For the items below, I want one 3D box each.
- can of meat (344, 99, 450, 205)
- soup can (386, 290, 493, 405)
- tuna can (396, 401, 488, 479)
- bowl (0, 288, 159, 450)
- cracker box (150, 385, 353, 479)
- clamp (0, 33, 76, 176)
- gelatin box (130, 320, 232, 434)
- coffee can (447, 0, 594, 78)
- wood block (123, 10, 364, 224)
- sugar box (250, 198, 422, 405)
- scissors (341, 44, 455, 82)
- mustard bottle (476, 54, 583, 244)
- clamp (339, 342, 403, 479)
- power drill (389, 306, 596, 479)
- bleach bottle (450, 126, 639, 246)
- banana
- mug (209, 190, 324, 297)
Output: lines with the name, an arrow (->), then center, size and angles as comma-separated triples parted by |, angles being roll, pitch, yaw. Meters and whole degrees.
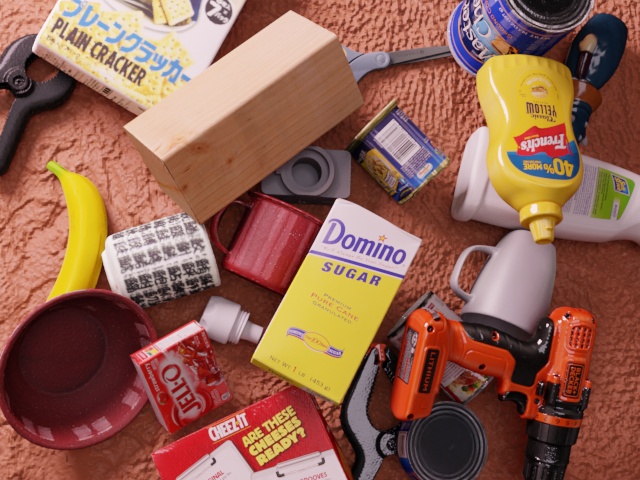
can of meat -> 0.077, -0.087, 1.085 | 0.057, 0.102, 0.084 | -44, 91, -10
soup can -> 0.125, 0.109, 1.079 | 0.102, 0.068, 0.068 | 44, 80, 2
tuna can -> 0.119, 0.201, 1.048 | 0.086, 0.034, 0.086 | 3, 81, -16
bowl -> -0.237, 0.116, 1.023 | 0.161, 0.055, 0.162 | -10, 110, -30
cracker box -> -0.041, 0.266, 1.019 | 0.164, 0.072, 0.214 | -25, 79, 0
clamp -> -0.304, -0.145, 1.082 | 0.171, 0.039, 0.120 | -31, 98, -12
gelatin box -> -0.134, 0.134, 1.041 | 0.073, 0.030, 0.089 | -28, 118, -21
coffee can -> 0.202, -0.233, 1.091 | 0.102, 0.140, 0.103 | 3, 77, -14
wood block -> -0.072, -0.122, 1.041 | 0.206, 0.091, 0.090 | -38, 132, -13
sugar box -> 0.016, 0.056, 1.002 | 0.093, 0.048, 0.176 | 27, 78, 0
scissors -> 0.055, -0.173, 1.137 | 0.201, 0.016, 0.096 | 6, 83, -6
mustard bottle -> 0.210, -0.087, 1.053 | 0.096, 0.058, 0.191 | 5, 68, -18
clamp -> 0.061, 0.210, 1.073 | 0.164, 0.036, 0.210 | -13, 87, -9
power drill -> 0.164, 0.144, 1.015 | 0.187, 0.057, 0.184 | 10, 92, -15
bleach bottle -> 0.270, -0.038, 1.118 | 0.250, 0.068, 0.102 | 16, 77, -6
banana -> -0.249, 0.018, 1.069 | 0.070, 0.037, 0.198 | 0, 78, 22
mug -> -0.057, 0.001, 1.059 | 0.117, 0.093, 0.081 | 28, 84, -28
